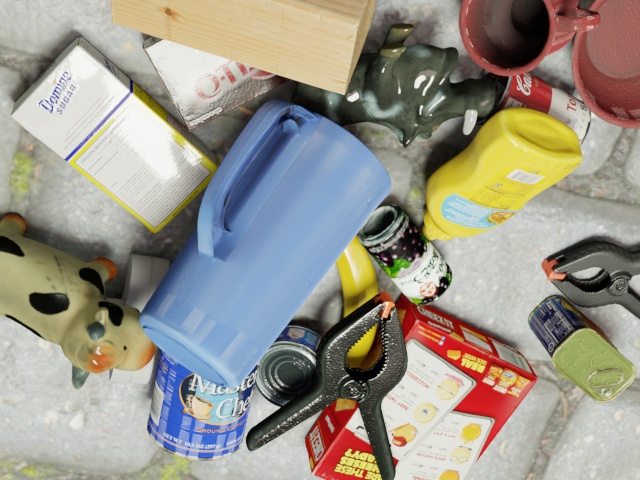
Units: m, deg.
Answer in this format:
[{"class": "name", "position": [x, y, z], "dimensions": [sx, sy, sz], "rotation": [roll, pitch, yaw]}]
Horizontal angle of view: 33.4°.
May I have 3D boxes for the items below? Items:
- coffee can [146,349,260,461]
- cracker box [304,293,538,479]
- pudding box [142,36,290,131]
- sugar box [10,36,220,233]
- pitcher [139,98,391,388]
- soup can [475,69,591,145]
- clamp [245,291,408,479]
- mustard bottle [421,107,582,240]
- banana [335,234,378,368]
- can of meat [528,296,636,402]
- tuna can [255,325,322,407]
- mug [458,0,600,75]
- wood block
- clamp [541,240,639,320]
[{"class": "coffee can", "position": [-0.115, 0.136, 1.081], "dimensions": [0.102, 0.103, 0.140], "rotation": [7, 114, -15]}, {"class": "cracker box", "position": [0.106, 0.185, 1.168], "dimensions": [0.164, 0.072, 0.214], "rotation": [26, 109, -20]}, {"class": "pudding box", "position": [-0.093, -0.166, 0.975], "dimensions": [0.113, 0.039, 0.090], "rotation": [-26, 118, 2]}, {"class": "sugar box", "position": [-0.187, -0.096, 0.988], "dimensions": [0.093, 0.048, 0.176], "rotation": [-43, 112, 11]}, {"class": "pitcher", "position": [-0.056, 0.001, 0.953], "dimensions": [0.149, 0.145, 0.242], "rotation": [38, 72, -11]}, {"class": "soup can", "position": [0.203, -0.125, 1.039], "dimensions": [0.102, 0.068, 0.068], "rotation": [23, 109, -21]}, {"class": "clamp", "position": [0.021, 0.148, 1.082], "dimensions": [0.164, 0.036, 0.210], "rotation": [11, 108, -12]}, {"class": "mustard bottle", "position": [0.158, -0.052, 1.036], "dimensions": [0.096, 0.058, 0.192], "rotation": [11, 146, -27]}, {"class": "banana", "position": [0.028, 0.071, 1.116], "dimensions": [0.069, 0.037, 0.198], "rotation": [3, 115, -13]}, {"class": "can of meat", "position": [0.282, 0.116, 1.162], "dimensions": [0.102, 0.084, 0.057], "rotation": [38, 103, -24]}, {"class": "tuna can", "position": [-0.029, 0.134, 1.121], "dimensions": [0.086, 0.033, 0.086], "rotation": [5, 114, 10]}, {"class": "mug", "position": [0.195, -0.202, 0.967], "dimensions": [0.117, 0.081, 0.093], "rotation": [8, 113, 34]}, {"class": "wood block", "position": [-0.061, -0.207, 0.879], "dimensions": [0.206, 0.090, 0.091], "rotation": [18, 149, 3]}, {"class": "clamp", "position": [0.328, 0.032, 1.156], "dimensions": [0.171, 0.039, 0.120], "rotation": [13, 111, -17]}]
